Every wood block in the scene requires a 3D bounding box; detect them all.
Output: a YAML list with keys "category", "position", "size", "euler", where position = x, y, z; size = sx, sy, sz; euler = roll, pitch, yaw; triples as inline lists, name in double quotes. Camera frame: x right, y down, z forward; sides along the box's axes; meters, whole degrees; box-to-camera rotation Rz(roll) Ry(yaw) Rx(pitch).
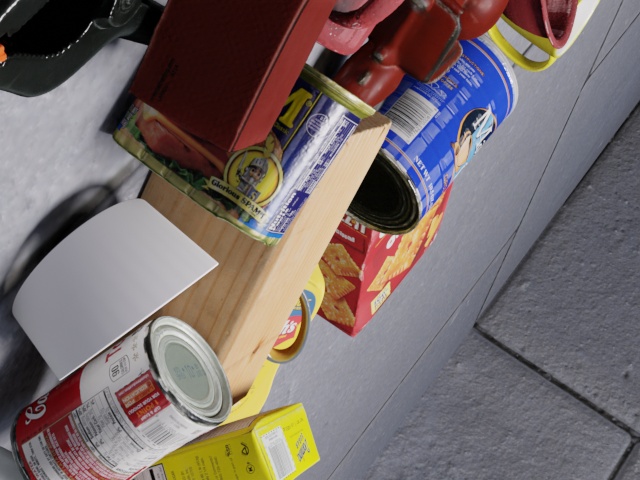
- category: "wood block"
  position: [-0.054, 0.001, 0.627]
  size: [0.206, 0.090, 0.090]
  euler: [-62, 166, 21]

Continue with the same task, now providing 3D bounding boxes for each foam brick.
- category: "foam brick"
  position: [-0.035, -0.084, 0.448]
  size: [0.078, 0.053, 0.051]
  euler: [-61, 173, 17]

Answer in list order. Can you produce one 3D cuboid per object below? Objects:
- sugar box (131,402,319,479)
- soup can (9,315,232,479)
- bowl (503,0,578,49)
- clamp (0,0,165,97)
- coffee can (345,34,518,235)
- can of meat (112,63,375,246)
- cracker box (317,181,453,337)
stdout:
- category: "sugar box"
  position: [-0.097, 0.151, 0.663]
  size: [0.176, 0.048, 0.093]
  euler: [-22, 174, 16]
- category: "soup can"
  position: [-0.107, 0.094, 0.577]
  size: [0.102, 0.068, 0.068]
  euler: [-34, 172, 18]
- category: "bowl"
  position: [0.163, -0.230, 0.826]
  size: [0.161, 0.055, 0.162]
  euler: [5, 90, -66]
- category: "clamp"
  position: [-0.086, -0.097, 0.415]
  size: [0.171, 0.039, 0.120]
  euler: [-45, 159, -39]
- category: "coffee can"
  position: [0.072, -0.088, 0.815]
  size: [0.140, 0.103, 0.103]
  euler: [-49, 164, -27]
- category: "can of meat"
  position: [-0.039, -0.058, 0.522]
  size: [0.084, 0.102, 0.057]
  euler: [-56, 166, 7]
- category: "cracker box"
  position: [0.060, -0.031, 0.965]
  size: [0.164, 0.072, 0.214]
  euler: [-49, 164, -27]
